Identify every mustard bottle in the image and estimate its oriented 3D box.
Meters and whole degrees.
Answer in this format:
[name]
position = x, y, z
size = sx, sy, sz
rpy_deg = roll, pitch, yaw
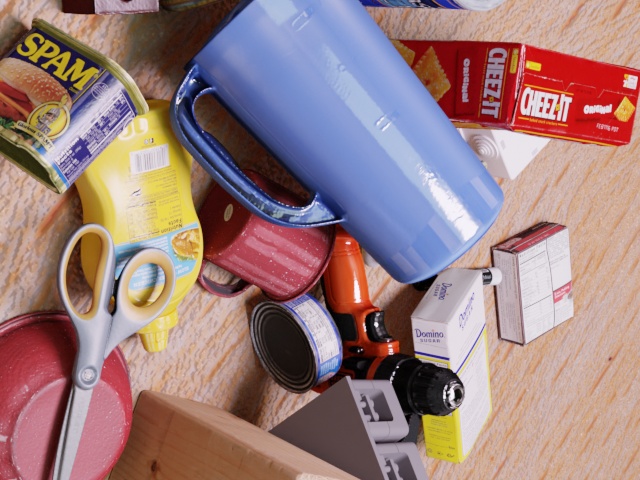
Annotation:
[mustard bottle]
position = -0.136, -0.006, 0.810
size = 0.096, 0.058, 0.192
rpy_deg = -19, 112, -39

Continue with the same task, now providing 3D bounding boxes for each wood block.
[wood block]
position = -0.064, 0.192, 0.821
size = 0.090, 0.206, 0.091
rpy_deg = 23, 85, -42

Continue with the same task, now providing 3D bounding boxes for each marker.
[marker]
position = 0.138, 0.039, 1.085
size = 0.120, 0.020, 0.020
rpy_deg = -2, 102, -40

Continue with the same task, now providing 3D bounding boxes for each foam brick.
[foam brick]
position = -0.150, -0.199, 0.754
size = 0.052, 0.051, 0.078
rpy_deg = -12, 109, -38

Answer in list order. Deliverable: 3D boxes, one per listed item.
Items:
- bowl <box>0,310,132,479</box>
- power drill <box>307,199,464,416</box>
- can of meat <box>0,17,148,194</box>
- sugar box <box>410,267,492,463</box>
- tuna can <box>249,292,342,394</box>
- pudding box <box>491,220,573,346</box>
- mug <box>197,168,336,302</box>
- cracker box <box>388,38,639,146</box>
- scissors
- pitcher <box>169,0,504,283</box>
[bowl]
position = -0.198, 0.136, 0.794
size = 0.161, 0.055, 0.162
rpy_deg = -11, 108, -38
[power drill]
position = 0.045, 0.054, 0.911
size = 0.057, 0.185, 0.188
rpy_deg = -7, 96, -40
[can of meat]
position = -0.183, -0.090, 0.720
size = 0.084, 0.102, 0.057
rpy_deg = -50, 153, -17
[sugar box]
position = 0.131, 0.123, 1.053
size = 0.093, 0.048, 0.176
rpy_deg = -48, 135, -47
[tuna can]
position = -0.021, 0.086, 0.914
size = 0.033, 0.086, 0.086
rpy_deg = -25, 116, -36
[pudding box]
position = 0.231, 0.046, 1.154
size = 0.089, 0.039, 0.113
rpy_deg = -23, 113, -34
[mug]
position = -0.056, 0.001, 0.871
size = 0.081, 0.093, 0.117
rpy_deg = 30, 117, -36
[cracker box]
position = 0.134, -0.127, 0.908
size = 0.163, 0.214, 0.072
rpy_deg = 1, 99, -41
[scissors]
position = -0.150, 0.087, 0.769
size = 0.096, 0.016, 0.202
rpy_deg = -3, 97, -28
[pitcher]
position = 0.016, -0.080, 0.796
size = 0.243, 0.149, 0.144
rpy_deg = 48, 29, -9
